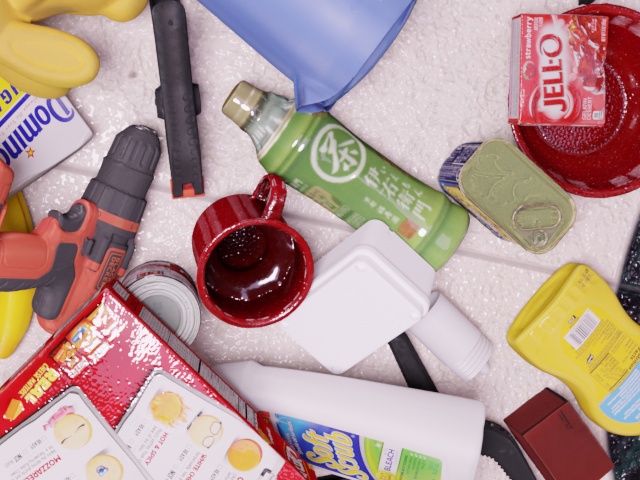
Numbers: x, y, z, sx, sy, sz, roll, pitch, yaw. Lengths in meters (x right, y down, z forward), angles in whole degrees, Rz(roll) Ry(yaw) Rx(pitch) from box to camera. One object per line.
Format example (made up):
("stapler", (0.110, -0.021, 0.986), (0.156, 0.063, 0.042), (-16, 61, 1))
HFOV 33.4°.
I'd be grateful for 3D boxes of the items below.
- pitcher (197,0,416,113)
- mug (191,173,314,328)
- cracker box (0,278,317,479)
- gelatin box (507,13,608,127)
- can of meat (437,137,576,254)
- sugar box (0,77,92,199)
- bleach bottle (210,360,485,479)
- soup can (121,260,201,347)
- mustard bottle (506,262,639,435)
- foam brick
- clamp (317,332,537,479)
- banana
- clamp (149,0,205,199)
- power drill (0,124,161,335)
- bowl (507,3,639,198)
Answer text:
("pitcher", (-0.039, -0.229, 0.828), (0.243, 0.149, 0.145), (38, 121, -3))
("mug", (-0.056, 0.001, 0.857), (0.093, 0.081, 0.117), (13, 108, -19))
("cracker box", (-0.133, 0.158, 0.774), (0.164, 0.072, 0.213), (-45, 98, 2))
("gelatin box", (0.191, -0.136, 0.861), (0.073, 0.030, 0.089), (0, 95, -7))
("can of meat", (0.153, -0.039, 0.894), (0.102, 0.084, 0.057), (40, 88, -10))
("sugar box", (-0.266, -0.124, 0.828), (0.093, 0.048, 0.176), (-43, 99, -34))
("bleach bottle", (0.002, 0.151, 0.871), (0.251, 0.068, 0.103), (10, 138, 6))
("soup can", (-0.130, 0.054, 0.853), (0.068, 0.102, 0.068), (-1, 95, -8))
("mustard bottle", (0.261, 0.114, 0.936), (0.191, 0.058, 0.096), (42, 83, -9))
("foam brick", (0.210, 0.179, 0.939), (0.053, 0.051, 0.078), (-36, 99, -5))
("clamp", (0.098, 0.196, 0.931), (0.210, 0.036, 0.164), (34, 91, -6))
("banana", (-0.265, -0.004, 0.864), (0.070, 0.037, 0.198), (-17, 96, 13))
("clamp", (-0.112, -0.114, 0.835), (0.039, 0.120, 0.171), (-8, 100, -2))
("power drill", (-0.205, -0.017, 0.802), (0.057, 0.187, 0.184), (23, 92, 29))
("bowl", (0.230, -0.118, 0.912), (0.162, 0.055, 0.162), (-1, 95, -8))
